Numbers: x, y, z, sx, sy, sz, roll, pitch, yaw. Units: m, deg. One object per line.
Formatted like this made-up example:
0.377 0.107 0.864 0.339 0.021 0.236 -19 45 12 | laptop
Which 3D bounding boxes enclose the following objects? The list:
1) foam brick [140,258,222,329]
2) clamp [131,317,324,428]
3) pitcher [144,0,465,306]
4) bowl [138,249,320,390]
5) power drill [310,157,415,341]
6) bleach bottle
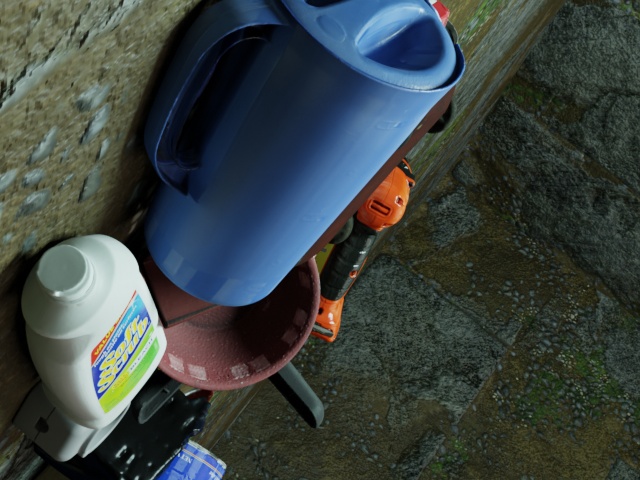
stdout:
-0.104 0.034 0.818 0.053 0.051 0.078 -22 178 -12 | foam brick
-0.091 0.083 0.971 0.036 0.164 0.210 100 -16 -49 | clamp
-0.033 -0.066 0.693 0.243 0.149 0.145 -53 -170 39 | pitcher
-0.084 0.043 0.906 0.162 0.162 0.055 -52 -157 1 | bowl
0.033 -0.003 1.085 0.188 0.057 0.184 -63 -179 19 | power drill
-0.159 0.060 0.721 0.102 0.068 0.251 -51 172 -16 | bleach bottle
